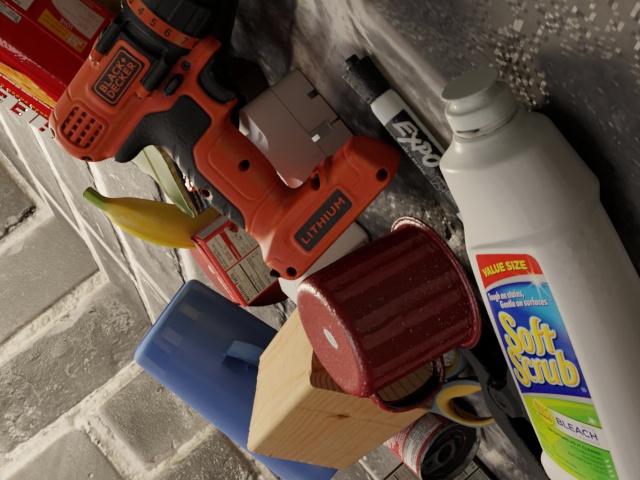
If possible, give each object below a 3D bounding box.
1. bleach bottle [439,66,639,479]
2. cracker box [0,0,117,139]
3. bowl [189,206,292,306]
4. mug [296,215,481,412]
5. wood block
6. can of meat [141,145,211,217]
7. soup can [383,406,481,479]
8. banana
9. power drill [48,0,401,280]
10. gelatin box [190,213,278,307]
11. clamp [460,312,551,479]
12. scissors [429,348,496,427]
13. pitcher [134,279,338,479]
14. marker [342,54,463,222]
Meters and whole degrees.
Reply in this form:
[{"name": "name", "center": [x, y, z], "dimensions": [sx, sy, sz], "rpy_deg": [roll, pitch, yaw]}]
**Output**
[{"name": "bleach bottle", "center": [0.117, 0.028, 0.529], "dimensions": [0.103, 0.068, 0.250], "rpy_deg": [23, 147, 60]}, {"name": "cracker box", "center": [-0.212, -0.140, 0.810], "dimensions": [0.164, 0.072, 0.214], "rpy_deg": [37, 166, -20]}, {"name": "bowl", "center": [-0.095, 0.017, 1.142], "dimensions": [0.162, 0.055, 0.162], "rpy_deg": [47, 164, 17]}, {"name": "mug", "center": [0.042, 0.054, 0.657], "dimensions": [0.093, 0.081, 0.117], "rpy_deg": [28, 141, 59]}, {"name": "wood block", "center": [0.013, 0.106, 0.817], "dimensions": [0.090, 0.090, 0.206], "rpy_deg": [13, 154, -11]}, {"name": "can of meat", "center": [-0.094, -0.078, 0.856], "dimensions": [0.057, 0.084, 0.102], "rpy_deg": [40, 162, 35]}, {"name": "soup can", "center": [0.080, 0.155, 0.924], "dimensions": [0.102, 0.068, 0.068], "rpy_deg": [38, 160, 43]}, {"name": "banana", "center": [-0.113, -0.021, 0.947], "dimensions": [0.197, 0.037, 0.070], "rpy_deg": [5, -138, -50]}, {"name": "power drill", "center": [-0.045, -0.081, 0.635], "dimensions": [0.187, 0.185, 0.057], "rpy_deg": [39, -155, -7]}, {"name": "gelatin box", "center": [-0.056, 0.001, 0.919], "dimensions": [0.073, 0.089, 0.030], "rpy_deg": [58, 164, -25]}, {"name": "clamp", "center": [0.131, 0.090, 0.682], "dimensions": [0.210, 0.036, 0.165], "rpy_deg": [59, 164, -14]}, {"name": "scissors", "center": [0.069, 0.112, 0.844], "dimensions": [0.202, 0.016, 0.096], "rpy_deg": [-12, 107, 52]}, {"name": "pitcher", "center": [-0.067, 0.146, 1.112], "dimensions": [0.243, 0.149, 0.145], "rpy_deg": [36, -157, -4]}, {"name": "marker", "center": [0.054, -0.055, 0.596], "dimensions": [0.121, 0.020, 0.020], "rpy_deg": [51, 165, 2]}]
